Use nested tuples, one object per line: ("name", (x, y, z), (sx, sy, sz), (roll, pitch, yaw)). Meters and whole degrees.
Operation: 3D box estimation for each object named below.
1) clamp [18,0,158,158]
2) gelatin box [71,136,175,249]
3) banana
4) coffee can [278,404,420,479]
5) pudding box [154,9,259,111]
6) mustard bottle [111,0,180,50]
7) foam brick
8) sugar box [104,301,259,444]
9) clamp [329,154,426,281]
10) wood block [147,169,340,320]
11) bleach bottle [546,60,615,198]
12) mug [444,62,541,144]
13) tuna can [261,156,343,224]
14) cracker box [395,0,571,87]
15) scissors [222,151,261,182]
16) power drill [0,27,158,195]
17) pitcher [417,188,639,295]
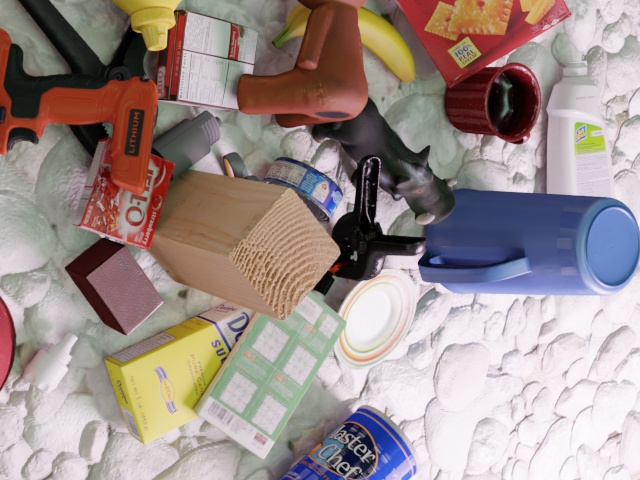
("clamp", (-0.197, -0.165, 1.035), (0.164, 0.036, 0.210), (-21, 109, -33))
("gelatin box", (-0.186, -0.045, 1.017), (0.073, 0.030, 0.089), (21, 82, -31))
("banana", (0.037, -0.229, 1.191), (0.197, 0.037, 0.070), (9, 119, -33))
("coffee can", (0.031, 0.273, 1.230), (0.140, 0.103, 0.103), (-38, 117, -24))
("pudding box", (-0.114, -0.178, 1.072), (0.113, 0.039, 0.090), (2, 98, -52))
("mustard bottle", (-0.166, -0.272, 0.995), (0.096, 0.058, 0.191), (-6, 86, -39))
("foam brick", (-0.204, 0.045, 1.057), (0.053, 0.051, 0.078), (-41, 119, -23))
("sugar box", (-0.131, 0.134, 1.127), (0.176, 0.048, 0.093), (-24, 111, -28))
("clamp", (0.057, 0.001, 1.169), (0.039, 0.120, 0.172), (-13, 149, -25))
("wood block", (-0.089, -0.002, 1.034), (0.090, 0.206, 0.090), (-50, 122, -18))
("bleach bottle", (0.345, -0.111, 1.411), (0.102, 0.068, 0.251), (-10, 102, -34))
("mug", (0.212, -0.161, 1.294), (0.117, 0.082, 0.093), (46, 72, -31))
("tuna can", (-0.019, -0.054, 1.149), (0.086, 0.086, 0.033), (38, 74, -34))
("cracker box", (0.161, -0.302, 1.194), (0.164, 0.072, 0.213), (-29, 121, 13))
("scissors", (-0.057, 0.001, 1.132), (0.016, 0.096, 0.202), (-26, 109, -17))
("power drill", (-0.245, -0.091, 0.955), (0.187, 0.057, 0.184), (9, 89, -8))
("pitcher", (0.239, 0.008, 1.243), (0.144, 0.243, 0.149), (30, 75, -32))
